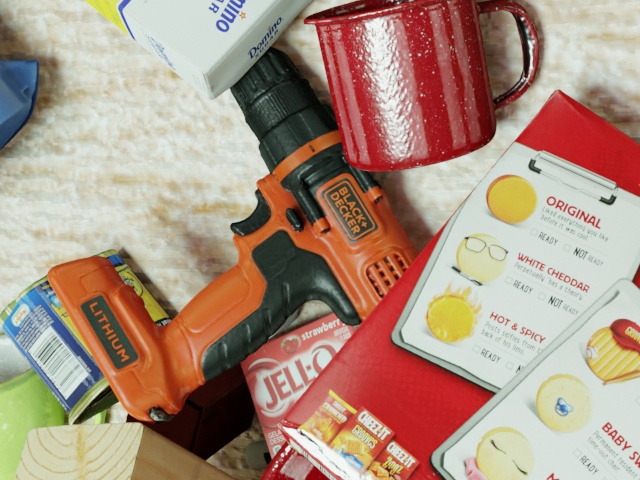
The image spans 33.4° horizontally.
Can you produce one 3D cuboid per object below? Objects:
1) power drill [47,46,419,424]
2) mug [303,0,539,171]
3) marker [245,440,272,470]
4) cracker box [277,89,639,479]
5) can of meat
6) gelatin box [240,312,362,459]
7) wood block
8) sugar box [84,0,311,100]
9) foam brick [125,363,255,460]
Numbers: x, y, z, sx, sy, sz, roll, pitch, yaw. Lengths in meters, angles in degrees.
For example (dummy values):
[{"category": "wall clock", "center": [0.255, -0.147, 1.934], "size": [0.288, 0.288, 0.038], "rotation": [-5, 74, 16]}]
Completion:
[{"category": "power drill", "center": [-0.054, 0.001, 0.602], "size": [0.187, 0.057, 0.184], "rotation": [-32, 78, -2]}, {"category": "mug", "center": [0.057, -0.088, 0.553], "size": [0.117, 0.093, 0.081], "rotation": [-15, 106, -5]}, {"category": "marker", "center": [0.005, 0.131, 0.682], "size": [0.121, 0.020, 0.020], "rotation": [-15, 98, 32]}, {"category": "cracker box", "center": [0.110, 0.063, 0.509], "size": [0.164, 0.072, 0.213], "rotation": [38, 80, 13]}, {"category": "can of meat", "center": [-0.146, 0.060, 0.696], "size": [0.084, 0.101, 0.058], "rotation": [49, 122, 9]}, {"category": "gelatin box", "center": [-0.001, 0.089, 0.655], "size": [0.089, 0.030, 0.073], "rotation": [-25, 77, 29]}, {"category": "wood block", "center": [-0.084, 0.190, 0.639], "size": [0.090, 0.090, 0.205], "rotation": [-9, 145, 31]}, {"category": "sugar box", "center": [-0.096, -0.166, 0.603], "size": [0.176, 0.048, 0.093], "rotation": [40, 80, 12]}, {"category": "foam brick", "center": [-0.080, 0.104, 0.687], "size": [0.051, 0.078, 0.053], "rotation": [25, 114, 21]}]
